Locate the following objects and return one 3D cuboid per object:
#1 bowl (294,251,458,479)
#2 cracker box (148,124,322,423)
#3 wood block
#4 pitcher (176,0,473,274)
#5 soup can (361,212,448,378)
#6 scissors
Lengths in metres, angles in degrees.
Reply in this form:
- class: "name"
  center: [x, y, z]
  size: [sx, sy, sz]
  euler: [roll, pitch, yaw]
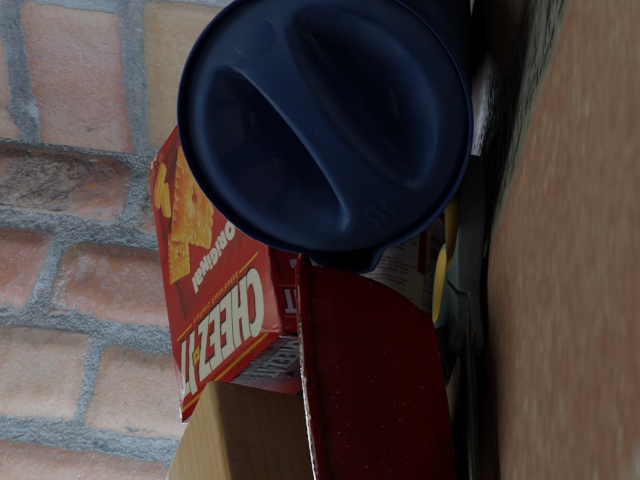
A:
- class: "bowl"
  center: [0.028, 0.081, 0.467]
  size: [0.162, 0.055, 0.162]
  euler: [-7, -90, -87]
- class: "cracker box"
  center: [-0.055, 0.001, 0.743]
  size: [0.164, 0.072, 0.214]
  euler: [-46, 48, 49]
- class: "wood block"
  center: [-0.027, 0.186, 0.622]
  size: [0.206, 0.090, 0.090]
  euler: [-110, 40, -56]
- class: "pitcher"
  center: [0.019, -0.108, 0.566]
  size: [0.149, 0.145, 0.242]
  euler: [-52, 7, 27]
- class: "soup can"
  center: [0.037, 0.032, 0.590]
  size: [0.068, 0.068, 0.102]
  euler: [97, 180, -51]
- class: "scissors"
  center: [0.062, 0.047, 0.483]
  size: [0.096, 0.016, 0.201]
  euler: [95, -179, -50]
